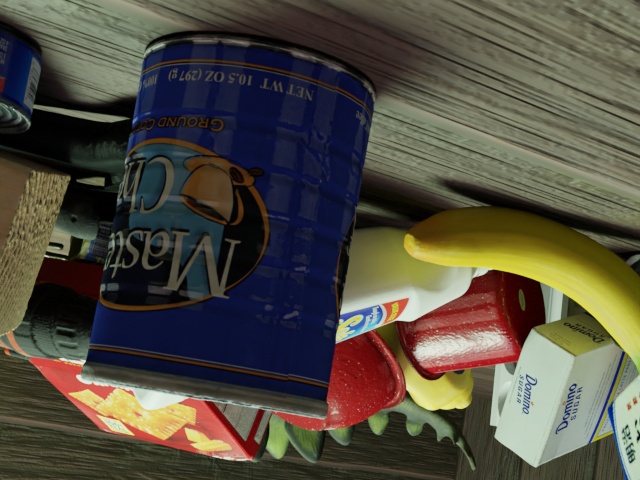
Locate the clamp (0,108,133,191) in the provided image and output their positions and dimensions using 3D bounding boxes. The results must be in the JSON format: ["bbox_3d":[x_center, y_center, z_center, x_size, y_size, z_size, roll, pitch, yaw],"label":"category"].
[{"bbox_3d":[-0.095,-0.044,0.584,0.172,0.039,0.120,12,180,27],"label":"clamp"}]

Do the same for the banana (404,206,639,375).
[{"bbox_3d":[0.139,0.020,0.640,0.197,0.069,0.037,28,140,-17],"label":"banana"}]

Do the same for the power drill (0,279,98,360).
[{"bbox_3d":[-0.234,0.013,0.694,0.185,0.057,0.187,4,143,42],"label":"power drill"}]

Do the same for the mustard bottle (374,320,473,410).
[{"bbox_3d":[0.069,0.080,0.840,0.191,0.058,0.096,47,-172,-39],"label":"mustard bottle"}]

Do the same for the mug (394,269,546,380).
[{"bbox_3d":[0.114,0.045,0.773,0.082,0.093,0.117,-12,-163,31],"label":"mug"}]

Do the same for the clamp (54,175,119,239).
[{"bbox_3d":[-0.173,-0.027,0.733,0.210,0.036,0.164,10,-175,33],"label":"clamp"}]

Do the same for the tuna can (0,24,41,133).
[{"bbox_3d":[-0.167,-0.075,0.469,0.086,0.034,0.086,9,171,1],"label":"tuna can"}]

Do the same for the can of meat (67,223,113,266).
[{"bbox_3d":[-0.154,0.002,0.858,0.083,0.057,0.102,15,169,-19],"label":"can of meat"}]

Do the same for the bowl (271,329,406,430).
[{"bbox_3d":[-0.019,0.088,0.777,0.162,0.055,0.162,30,152,17],"label":"bowl"}]

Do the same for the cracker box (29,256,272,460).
[{"bbox_3d":[-0.149,0.102,0.877,0.164,0.072,0.213,8,151,22],"label":"cracker box"}]

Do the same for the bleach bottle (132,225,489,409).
[{"bbox_3d":[0.006,0.030,0.652,0.250,0.068,0.103,-15,157,-27],"label":"bleach bottle"}]

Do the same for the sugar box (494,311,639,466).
[{"bbox_3d":[0.206,0.094,0.771,0.175,0.093,0.048,-7,-150,-39],"label":"sugar box"}]

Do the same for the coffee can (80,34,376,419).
[{"bbox_3d":[-0.037,-0.002,0.451,0.103,0.140,0.103,9,171,1],"label":"coffee can"}]
